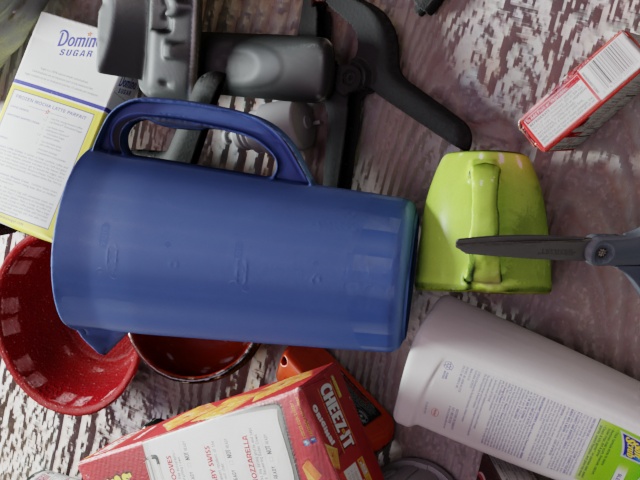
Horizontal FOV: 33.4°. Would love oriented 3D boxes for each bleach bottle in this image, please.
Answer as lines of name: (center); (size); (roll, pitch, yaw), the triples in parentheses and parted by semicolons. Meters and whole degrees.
bleach bottle: (0.179, 0.129, 0.724); (0.251, 0.068, 0.103); (24, 131, 17)

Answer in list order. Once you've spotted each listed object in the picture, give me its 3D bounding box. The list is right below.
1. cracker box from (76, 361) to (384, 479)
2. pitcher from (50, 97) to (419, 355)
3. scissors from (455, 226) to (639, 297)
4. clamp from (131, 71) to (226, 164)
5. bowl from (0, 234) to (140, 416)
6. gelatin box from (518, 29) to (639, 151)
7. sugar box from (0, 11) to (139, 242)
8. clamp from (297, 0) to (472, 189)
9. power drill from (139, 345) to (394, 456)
cracker box: (-0.055, 0.200, 0.788); (0.214, 0.072, 0.164); (-23, 90, 29)
pitcher: (-0.055, 0.001, 0.751); (0.243, 0.145, 0.149); (6, 141, 7)
scissors: (0.182, 0.022, 0.674); (0.201, 0.016, 0.096); (-12, 114, -11)
clamp: (-0.109, -0.047, 0.837); (0.210, 0.036, 0.164); (-7, 125, 33)
bowl: (-0.204, 0.066, 0.917); (0.162, 0.055, 0.162); (4, 98, 27)
gelatin box: (0.178, -0.095, 0.693); (0.089, 0.073, 0.030); (-42, 76, 26)
sugar box: (-0.215, -0.091, 0.876); (0.093, 0.048, 0.176); (20, 82, 17)
clamp: (0.039, -0.116, 0.781); (0.120, 0.039, 0.171); (-16, 87, 18)
power drill: (-0.045, 0.168, 0.850); (0.184, 0.057, 0.188); (43, 116, 12)
